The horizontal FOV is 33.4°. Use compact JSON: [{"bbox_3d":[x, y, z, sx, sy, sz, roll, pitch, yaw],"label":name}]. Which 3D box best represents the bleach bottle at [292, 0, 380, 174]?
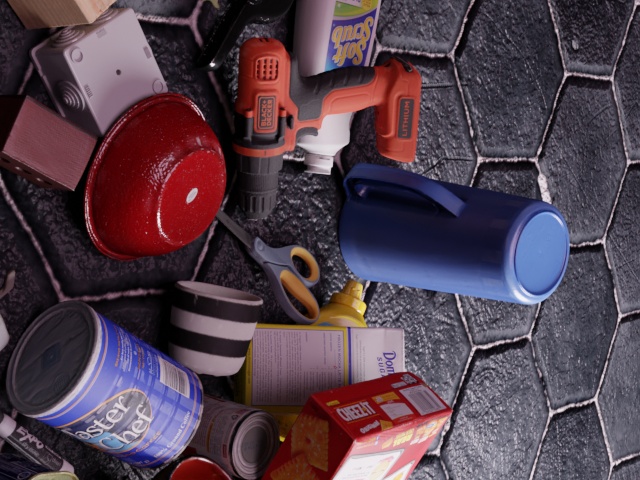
[{"bbox_3d":[0.015,-0.196,1.135,0.102,0.068,0.251,1,97,-47],"label":"bleach bottle"}]

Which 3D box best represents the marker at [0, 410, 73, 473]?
[{"bbox_3d":[-0.255,0.170,0.912,0.121,0.020,0.020,53,57,-38],"label":"marker"}]

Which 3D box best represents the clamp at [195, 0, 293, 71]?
[{"bbox_3d":[-0.079,-0.252,1.038,0.171,0.039,0.120,-45,132,-39],"label":"clamp"}]

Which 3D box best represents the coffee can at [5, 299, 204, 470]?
[{"bbox_3d":[-0.184,0.127,0.922,0.140,0.103,0.102,41,65,-44],"label":"coffee can"}]

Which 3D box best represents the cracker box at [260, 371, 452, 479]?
[{"bbox_3d":[0.013,0.233,1.041,0.163,0.072,0.214,-5,131,-51],"label":"cracker box"}]

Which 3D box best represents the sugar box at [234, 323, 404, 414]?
[{"bbox_3d":[0.000,0.135,1.106,0.176,0.048,0.093,5,78,-22],"label":"sugar box"}]

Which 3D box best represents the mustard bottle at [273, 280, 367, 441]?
[{"bbox_3d":[0.006,0.133,1.165,0.096,0.058,0.191,27,72,-19],"label":"mustard bottle"}]

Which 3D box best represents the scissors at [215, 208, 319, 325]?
[{"bbox_3d":[-0.057,0.001,1.109,0.201,0.016,0.096,55,33,-21],"label":"scissors"}]

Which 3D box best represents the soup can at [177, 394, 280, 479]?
[{"bbox_3d":[-0.097,0.186,1.029,0.068,0.102,0.068,-9,102,-48],"label":"soup can"}]

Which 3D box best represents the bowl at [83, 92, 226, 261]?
[{"bbox_3d":[-0.134,-0.047,0.953,0.161,0.055,0.162,-39,142,-40],"label":"bowl"}]

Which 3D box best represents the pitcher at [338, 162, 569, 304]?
[{"bbox_3d":[0.139,-0.009,1.162,0.148,0.243,0.145,-6,101,-41],"label":"pitcher"}]

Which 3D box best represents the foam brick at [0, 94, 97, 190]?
[{"bbox_3d":[-0.235,-0.080,0.875,0.078,0.053,0.051,32,71,-45],"label":"foam brick"}]

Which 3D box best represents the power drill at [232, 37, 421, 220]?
[{"bbox_3d":[0.003,-0.112,1.071,0.187,0.057,0.184,-5,116,-19],"label":"power drill"}]
